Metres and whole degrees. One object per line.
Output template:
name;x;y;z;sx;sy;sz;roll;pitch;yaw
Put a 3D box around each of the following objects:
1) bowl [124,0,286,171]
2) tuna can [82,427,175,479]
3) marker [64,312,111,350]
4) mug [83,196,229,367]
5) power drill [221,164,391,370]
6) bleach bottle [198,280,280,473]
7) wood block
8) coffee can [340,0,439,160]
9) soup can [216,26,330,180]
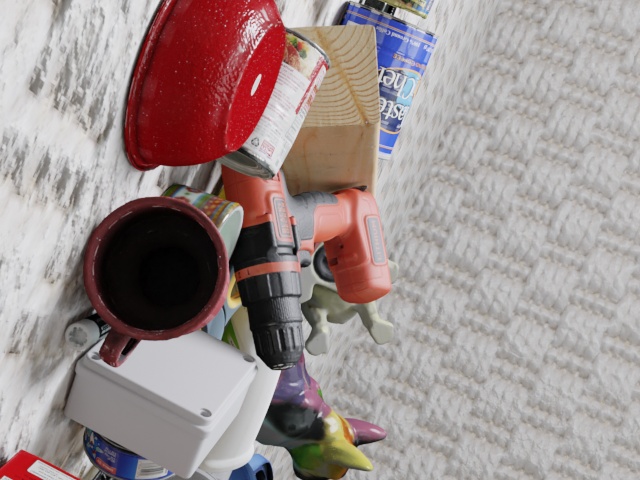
bowl;-0.066;-0.111;0.704;0.162;0.055;0.162;24;89;-82
tuna can;-0.141;0.147;0.836;0.086;0.086;0.034;-54;164;-55
marker;-0.148;0.055;0.766;0.121;0.020;0.020;-34;146;-75
mug;-0.110;0.033;0.715;0.117;0.093;0.081;-62;176;-6
power drill;-0.008;0.016;0.911;0.187;0.057;0.184;6;72;-59
bleach bottle;-0.073;0.113;1.026;0.067;0.103;0.251;-9;142;-34
wood block;0.006;-0.104;0.958;0.206;0.090;0.091;85;2;-73
coffee can;0.052;-0.168;1.127;0.102;0.103;0.140;-28;141;-77
soup can;-0.044;-0.105;0.815;0.068;0.068;0.102;76;39;-77
